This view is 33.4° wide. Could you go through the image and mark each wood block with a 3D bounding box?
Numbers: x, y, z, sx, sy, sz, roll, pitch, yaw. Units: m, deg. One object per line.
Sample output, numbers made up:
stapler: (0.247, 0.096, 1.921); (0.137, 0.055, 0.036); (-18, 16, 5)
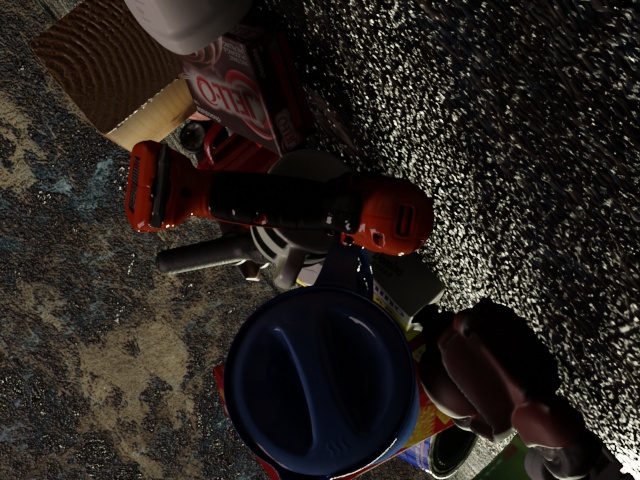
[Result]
wood block: (-0.158, -0.137, 0.888); (0.090, 0.091, 0.206); (51, 178, -1)

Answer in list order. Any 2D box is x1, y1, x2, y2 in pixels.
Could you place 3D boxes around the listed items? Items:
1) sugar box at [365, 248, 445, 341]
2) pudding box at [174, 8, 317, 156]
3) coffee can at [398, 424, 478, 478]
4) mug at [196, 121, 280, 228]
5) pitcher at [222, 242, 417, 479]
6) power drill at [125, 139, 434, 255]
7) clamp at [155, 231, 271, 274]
sugar box: (0.060, 0.038, 0.953); (0.093, 0.048, 0.176); (48, 175, 12)
pudding box: (-0.058, -0.118, 0.740); (0.114, 0.039, 0.090); (33, 150, 46)
coffee can: (0.090, 0.177, 1.140); (0.140, 0.102, 0.102); (22, 159, 35)
mug: (-0.069, -0.073, 1.018); (0.093, 0.081, 0.117); (43, 171, 45)
pitcher: (0.019, 0.109, 0.838); (0.145, 0.149, 0.242); (52, 180, 15)
power drill: (-0.033, -0.029, 0.714); (0.187, 0.057, 0.184); (5, -177, -13)
clamp: (-0.057, 0.001, 1.048); (0.210, 0.164, 0.036); (2, 111, 57)
